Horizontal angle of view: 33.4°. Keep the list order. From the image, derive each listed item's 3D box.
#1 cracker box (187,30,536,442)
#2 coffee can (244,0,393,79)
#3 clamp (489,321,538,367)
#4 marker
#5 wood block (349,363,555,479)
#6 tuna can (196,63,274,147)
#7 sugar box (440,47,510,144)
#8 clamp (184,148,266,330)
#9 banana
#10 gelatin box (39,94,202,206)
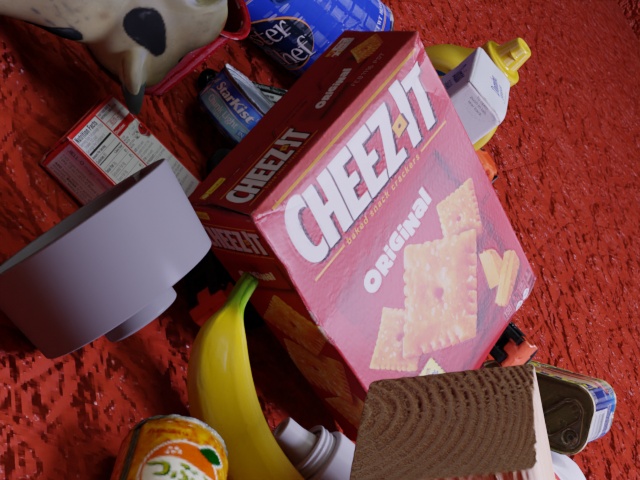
[{"bbox_3d":[0.038,0.004,0.657,0.164,0.072,0.213,-50,127,-26],"label":"cracker box"},{"bbox_3d":[-0.020,-0.205,0.923,0.140,0.103,0.103,36,32,-35],"label":"coffee can"},{"bbox_3d":[0.114,0.045,0.863,0.164,0.036,0.210,41,6,-15],"label":"clamp"},{"bbox_3d":[-0.057,-0.119,0.855,0.120,0.020,0.020,4,56,-58],"label":"marker"},{"bbox_3d":[0.086,0.179,0.569,0.090,0.091,0.206,-70,149,-61],"label":"wood block"},{"bbox_3d":[-0.051,-0.088,0.785,0.086,0.034,0.086,45,9,-10],"label":"tuna can"},{"bbox_3d":[0.063,-0.067,0.817,0.048,0.176,0.093,49,27,-12],"label":"sugar box"},{"bbox_3d":[-0.055,0.001,0.699,0.120,0.039,0.171,48,19,0],"label":"clamp"},{"bbox_3d":[-0.023,0.119,0.584,0.198,0.069,0.037,64,-6,-8],"label":"banana"},{"bbox_3d":[-0.117,-0.038,0.646,0.089,0.030,0.073,45,28,-14],"label":"gelatin box"}]
